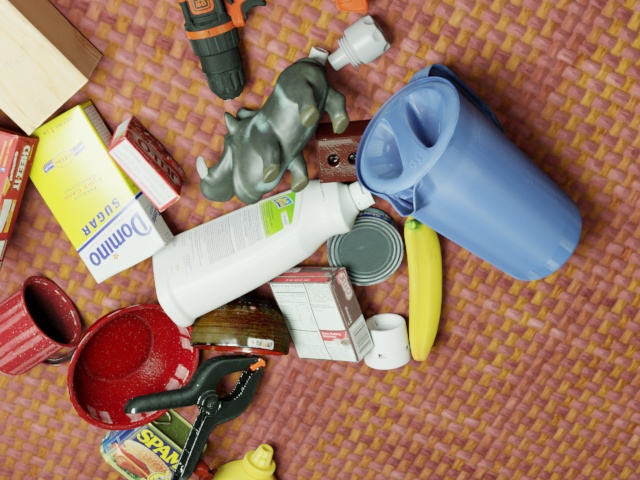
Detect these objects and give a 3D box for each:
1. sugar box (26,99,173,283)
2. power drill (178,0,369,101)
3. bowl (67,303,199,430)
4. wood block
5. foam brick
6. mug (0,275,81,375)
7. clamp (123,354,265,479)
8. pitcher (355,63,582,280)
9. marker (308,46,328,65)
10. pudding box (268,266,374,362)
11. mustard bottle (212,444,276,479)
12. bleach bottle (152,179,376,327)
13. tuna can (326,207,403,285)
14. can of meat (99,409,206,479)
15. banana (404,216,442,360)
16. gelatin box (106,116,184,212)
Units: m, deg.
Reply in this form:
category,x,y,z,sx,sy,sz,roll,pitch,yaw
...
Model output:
category,x,y,z,sx,sy,sz,roll,pitch,yaw
sugar box,-0.244,-0.051,1.146,0.093,0.048,0.176,-28,100,13
power drill,-0.050,-0.244,1.073,0.187,0.057,0.184,-14,116,4
bowl,-0.222,0.135,1.226,0.161,0.055,0.162,-15,120,-28
wood block,-0.328,-0.218,1.058,0.090,0.091,0.206,-39,111,16
foam brick,0.035,-0.097,1.148,0.078,0.051,0.053,-6,115,0
mug,-0.326,0.106,1.216,0.082,0.093,0.117,-33,131,18
clamp,-0.142,0.184,1.241,0.171,0.039,0.120,-47,119,-17
pitcher,0.164,-0.063,1.112,0.242,0.145,0.149,32,98,-35
marker,-0.021,-0.148,1.140,0.020,0.020,0.121,19,113,-10
pudding box,0.001,0.084,1.218,0.090,0.039,0.113,0,119,38
mustard bottle,-0.103,0.334,1.342,0.096,0.058,0.192,22,112,-7
bleach bottle,-0.058,0.001,1.163,0.251,0.102,0.068,-23,137,10
tuna can,0.050,0.006,1.206,0.086,0.034,0.086,-1,115,-1
can of meat,-0.205,0.251,1.302,0.084,0.057,0.102,-40,110,18
banana,0.113,0.043,1.210,0.037,0.069,0.198,12,129,30
gelatin box,-0.184,-0.082,1.135,0.030,0.073,0.089,-36,111,13
